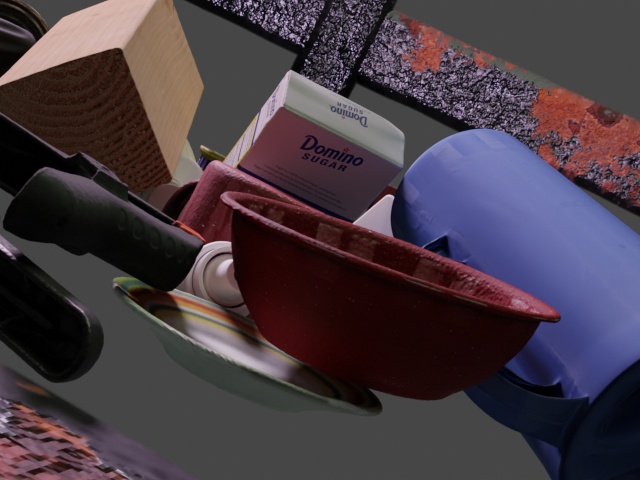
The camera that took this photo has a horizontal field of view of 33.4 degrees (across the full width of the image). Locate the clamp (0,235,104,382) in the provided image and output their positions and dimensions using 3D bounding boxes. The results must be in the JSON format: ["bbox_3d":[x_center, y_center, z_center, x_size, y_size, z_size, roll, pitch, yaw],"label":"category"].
[{"bbox_3d":[-0.154,-0.014,0.392,0.164,0.036,0.210,33,0,-14],"label":"clamp"}]

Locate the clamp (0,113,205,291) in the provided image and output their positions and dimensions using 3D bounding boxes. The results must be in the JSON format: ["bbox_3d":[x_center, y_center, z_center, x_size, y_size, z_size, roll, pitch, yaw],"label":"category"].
[{"bbox_3d":[-0.108,-0.022,0.437,0.120,0.039,0.171,42,0,23],"label":"clamp"}]

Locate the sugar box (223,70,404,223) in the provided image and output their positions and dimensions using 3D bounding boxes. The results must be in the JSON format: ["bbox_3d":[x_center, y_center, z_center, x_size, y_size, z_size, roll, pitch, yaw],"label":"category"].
[{"bbox_3d":[-0.026,-0.031,0.742,0.093,0.176,0.048,26,42,-18],"label":"sugar box"}]

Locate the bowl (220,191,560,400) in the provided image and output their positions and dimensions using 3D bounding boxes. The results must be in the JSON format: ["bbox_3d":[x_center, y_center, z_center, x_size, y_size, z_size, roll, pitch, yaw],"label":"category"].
[{"bbox_3d":[0.023,0.029,0.485,0.162,0.055,0.162,19,6,-2],"label":"bowl"}]

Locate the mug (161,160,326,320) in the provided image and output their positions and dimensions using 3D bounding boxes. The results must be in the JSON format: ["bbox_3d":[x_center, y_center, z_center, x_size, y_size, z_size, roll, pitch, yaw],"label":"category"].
[{"bbox_3d":[-0.054,0.001,0.640,0.117,0.081,0.093,29,3,40],"label":"mug"}]

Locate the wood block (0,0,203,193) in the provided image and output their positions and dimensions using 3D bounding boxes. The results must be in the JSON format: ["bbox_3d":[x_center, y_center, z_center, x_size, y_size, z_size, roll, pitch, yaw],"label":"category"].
[{"bbox_3d":[-0.145,-0.103,0.733,0.206,0.090,0.091,-91,163,-66],"label":"wood block"}]

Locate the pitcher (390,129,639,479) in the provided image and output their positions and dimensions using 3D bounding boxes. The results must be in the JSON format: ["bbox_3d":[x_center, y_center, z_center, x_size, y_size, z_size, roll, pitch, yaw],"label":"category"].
[{"bbox_3d":[0.127,0.033,0.620,0.149,0.145,0.243,58,-2,-41],"label":"pitcher"}]
